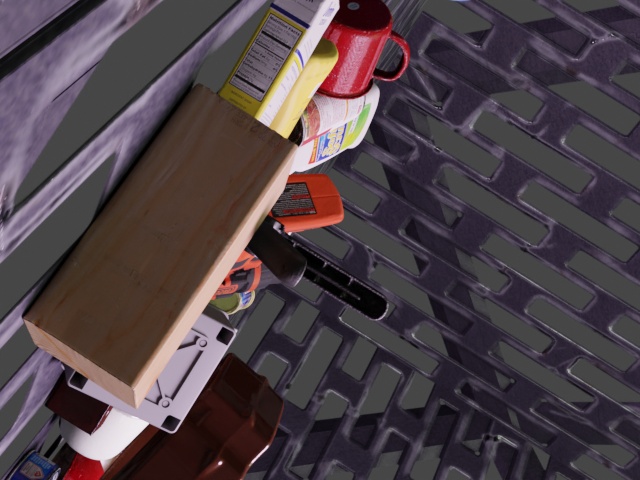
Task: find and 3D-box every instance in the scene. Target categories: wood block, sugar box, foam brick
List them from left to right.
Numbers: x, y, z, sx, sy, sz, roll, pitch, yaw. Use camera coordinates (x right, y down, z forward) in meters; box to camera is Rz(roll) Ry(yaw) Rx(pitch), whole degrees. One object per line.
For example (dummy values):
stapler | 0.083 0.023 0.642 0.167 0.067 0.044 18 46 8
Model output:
foam brick | -0.207 0.129 0.982 0.078 0.051 0.053 -58 179 4
wood block | -0.111 0.004 0.762 0.206 0.090 0.091 -57 179 -19
sugar box | -0.046 -0.138 0.887 0.176 0.048 0.093 -62 179 0

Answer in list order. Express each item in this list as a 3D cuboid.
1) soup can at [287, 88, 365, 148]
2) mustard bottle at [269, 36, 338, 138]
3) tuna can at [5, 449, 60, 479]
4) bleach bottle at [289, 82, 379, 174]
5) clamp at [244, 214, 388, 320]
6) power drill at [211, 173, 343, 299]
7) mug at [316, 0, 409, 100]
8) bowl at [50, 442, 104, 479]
soup can | -0.010 -0.140 1.108 0.102 0.068 0.069 -32 162 -40
mustard bottle | -0.054 -0.108 1.013 0.192 0.058 0.096 -59 -179 24
tuna can | -0.292 0.250 1.044 0.086 0.034 0.086 -58 179 -2
bleach bottle | -0.013 -0.124 1.253 0.250 0.068 0.103 -42 160 -56
clamp | -0.051 -0.004 0.890 0.036 0.210 0.164 -57 156 2
power drill | -0.057 0.001 1.070 0.184 0.057 0.188 -8 158 -38
mug | 0.033 -0.197 1.071 0.093 0.117 0.082 -73 -175 -46
bowl | -0.280 0.287 1.154 0.162 0.055 0.162 -51 -166 18
